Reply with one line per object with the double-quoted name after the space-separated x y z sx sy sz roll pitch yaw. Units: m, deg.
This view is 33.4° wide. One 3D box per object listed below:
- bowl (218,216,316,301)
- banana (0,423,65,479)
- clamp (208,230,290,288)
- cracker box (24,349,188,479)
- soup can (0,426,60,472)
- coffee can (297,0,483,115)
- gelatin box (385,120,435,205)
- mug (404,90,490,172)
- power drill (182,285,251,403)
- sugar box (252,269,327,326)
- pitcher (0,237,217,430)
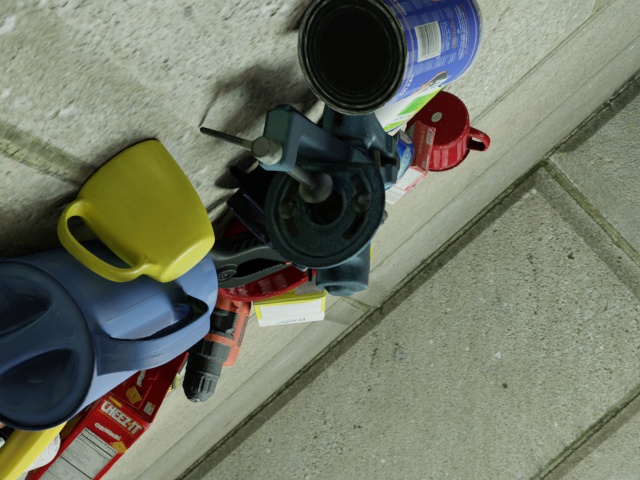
-0.058 0.002 1.237 0.162 0.055 0.162 -20 150 -13 "bowl"
-0.298 0.200 1.088 0.069 0.037 0.198 -36 171 -48 "banana"
-0.109 0.019 1.123 0.209 0.036 0.165 -12 155 -29 "clamp"
-0.265 0.218 1.314 0.214 0.072 0.164 -47 -169 27 "cracker box"
-0.343 0.228 1.198 0.068 0.068 0.102 -42 171 6 "soup can"
0.061 -0.169 0.896 0.140 0.103 0.103 -28 164 -52 "coffee can"
0.107 -0.096 1.335 0.089 0.030 0.073 -43 -152 53 "gelatin box"
0.165 -0.142 1.395 0.081 0.117 0.093 65 45 -75 "mug"
-0.128 0.116 1.348 0.188 0.057 0.184 109 -3 -80 "power drill"
-0.041 0.074 1.383 0.093 0.048 0.176 -6 169 -3 "sugar box"
-0.175 0.060 0.896 0.145 0.149 0.242 -45 173 23 "pitcher"
